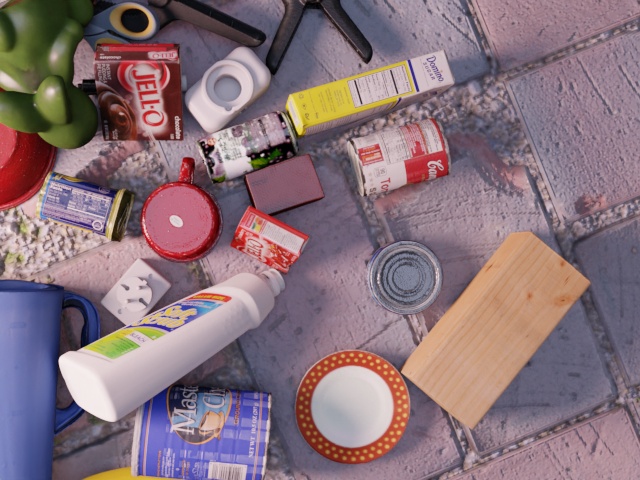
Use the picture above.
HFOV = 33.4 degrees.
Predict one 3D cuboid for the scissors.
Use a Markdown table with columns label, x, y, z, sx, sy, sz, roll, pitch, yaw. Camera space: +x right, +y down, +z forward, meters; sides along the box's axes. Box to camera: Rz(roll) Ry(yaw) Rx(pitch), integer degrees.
| label | x | y | z | sx | sy | sz | roll | pitch | yaw |
| --- | --- | --- | --- | --- | --- | --- | --- | --- | --- |
| scissors | -0.259 | -0.251 | 1.166 | 0.202 | 0.016 | 0.096 | 36 | 113 | 0 |

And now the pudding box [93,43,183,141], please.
| label | x | y | z | sx | sy | sz | roll | pitch | yaw |
| --- | --- | --- | --- | --- | --- | --- | --- | --- | --- |
| pudding box | -0.194 | -0.159 | 1.154 | 0.090 | 0.113 | 0.039 | 0 | 49 | -4 |

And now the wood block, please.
| label | x | y | z | sx | sy | sz | roll | pitch | yaw |
| --- | --- | --- | --- | --- | --- | --- | --- | --- | --- |
| wood block | 0.191 | 0.097 | 1.186 | 0.090 | 0.091 | 0.206 | 40 | 87 | -3 |

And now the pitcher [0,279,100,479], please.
| label | x | y | z | sx | sy | sz | roll | pitch | yaw |
| --- | --- | --- | --- | --- | --- | --- | --- | --- | --- |
| pitcher | -0.330 | 0.162 | 1.132 | 0.149 | 0.144 | 0.243 | 2 | 93 | 23 |

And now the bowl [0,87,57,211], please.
| label | x | y | z | sx | sy | sz | roll | pitch | yaw |
| --- | --- | --- | --- | --- | --- | --- | --- | --- | --- |
| bowl | -0.372 | -0.111 | 1.164 | 0.162 | 0.055 | 0.162 | 0 | 89 | -4 |

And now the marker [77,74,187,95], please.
| label | x | y | z | sx | sy | sz | roll | pitch | yaw |
| --- | --- | --- | --- | --- | --- | --- | --- | --- | --- |
| marker | -0.210 | -0.174 | 1.195 | 0.121 | 0.020 | 0.020 | -3 | 89 | -4 |

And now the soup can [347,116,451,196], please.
| label | x | y | z | sx | sy | sz | roll | pitch | yaw |
| --- | --- | --- | --- | --- | --- | --- | --- | --- | --- |
| soup can | 0.087 | -0.093 | 1.193 | 0.102 | 0.068 | 0.068 | -15 | 90 | -4 |

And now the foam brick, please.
| label | x | y | z | sx | sy | sz | roll | pitch | yaw |
| --- | --- | --- | --- | --- | --- | --- | --- | --- | --- |
| foam brick | -0.041 | -0.059 | 1.190 | 0.078 | 0.051 | 0.053 | -18 | 90 | -5 |

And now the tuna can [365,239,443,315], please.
| label | x | y | z | sx | sy | sz | roll | pitch | yaw |
| --- | --- | --- | --- | --- | --- | --- | --- | --- | --- |
| tuna can | 0.095 | 0.042 | 1.208 | 0.086 | 0.034 | 0.086 | 0 | 89 | -4 |

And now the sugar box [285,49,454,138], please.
| label | x | y | z | sx | sy | sz | roll | pitch | yaw |
| --- | --- | --- | --- | --- | --- | --- | --- | --- | --- |
| sugar box | 0.052 | -0.161 | 1.179 | 0.176 | 0.093 | 0.048 | -20 | 91 | -5 |

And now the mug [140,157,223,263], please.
| label | x | y | z | sx | sy | sz | roll | pitch | yaw |
| --- | --- | --- | --- | --- | --- | --- | --- | --- | --- |
| mug | -0.151 | -0.033 | 1.166 | 0.093 | 0.081 | 0.117 | 10 | 88 | -4 |

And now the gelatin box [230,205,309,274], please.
| label | x | y | z | sx | sy | sz | roll | pitch | yaw |
| --- | --- | --- | --- | --- | --- | --- | --- | --- | --- |
| gelatin box | -0.058 | 0.001 | 1.168 | 0.073 | 0.089 | 0.030 | 28 | 72 | -4 |

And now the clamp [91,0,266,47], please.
| label | x | y | z | sx | sy | sz | roll | pitch | yaw |
| --- | --- | --- | --- | --- | --- | --- | --- | --- | --- |
| clamp | -0.167 | -0.267 | 1.168 | 0.210 | 0.036 | 0.164 | -13 | 119 | 17 |

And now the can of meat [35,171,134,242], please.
| label | x | y | z | sx | sy | sz | roll | pitch | yaw |
| --- | --- | --- | --- | --- | --- | --- | --- | --- | --- |
| can of meat | -0.252 | -0.037 | 1.149 | 0.084 | 0.102 | 0.057 | 16 | 88 | -2 |

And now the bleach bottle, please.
| label | x | y | z | sx | sy | sz | roll | pitch | yaw |
| --- | --- | --- | --- | --- | --- | --- | --- | --- | --- |
| bleach bottle | -0.146 | 0.098 | 1.142 | 0.250 | 0.103 | 0.068 | -31 | 115 | -31 |

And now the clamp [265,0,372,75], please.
| label | x | y | z | sx | sy | sz | roll | pitch | yaw |
| --- | --- | --- | --- | --- | --- | --- | --- | --- | --- |
| clamp | -0.019 | -0.267 | 1.202 | 0.120 | 0.039 | 0.171 | -15 | 84 | -9 |

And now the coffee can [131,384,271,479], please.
| label | x | y | z | sx | sy | sz | roll | pitch | yaw |
| --- | --- | --- | --- | --- | --- | --- | --- | --- | --- |
| coffee can | -0.127 | 0.209 | 1.153 | 0.140 | 0.103 | 0.103 | 6 | 88 | -5 |
